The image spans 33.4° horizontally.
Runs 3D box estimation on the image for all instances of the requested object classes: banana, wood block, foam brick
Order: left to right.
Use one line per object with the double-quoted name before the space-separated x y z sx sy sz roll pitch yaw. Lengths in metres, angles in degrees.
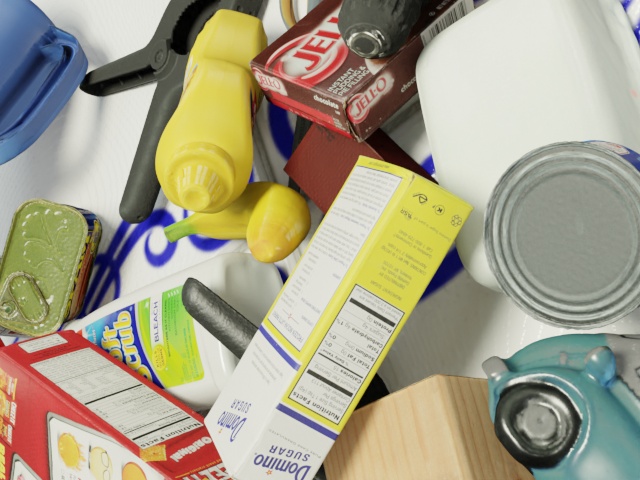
"banana" -0.042 -0.011 0.681 0.069 0.037 0.198 -40 15 -17
"foam brick" 0.026 -0.038 0.657 0.053 0.051 0.078 -55 50 18
"wood block" 0.077 0.181 0.532 0.091 0.090 0.206 -31 61 36

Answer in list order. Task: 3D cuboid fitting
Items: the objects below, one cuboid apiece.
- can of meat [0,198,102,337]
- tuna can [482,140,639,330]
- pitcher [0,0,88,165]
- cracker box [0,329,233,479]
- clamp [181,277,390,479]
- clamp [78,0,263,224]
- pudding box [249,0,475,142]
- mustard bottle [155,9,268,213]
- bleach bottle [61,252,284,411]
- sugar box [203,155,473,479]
"can of meat" -0.211 0.020 0.835 0.084 0.057 0.102 -122 48 -88
"tuna can" 0.121 -0.004 0.492 0.086 0.033 0.086 5 100 34
"pitcher" -0.304 -0.092 0.861 0.149 0.145 0.242 -39 24 51
"cracker box" -0.128 0.176 0.696 0.214 0.071 0.164 26 118 36
"clamp" -0.015 0.080 0.638 0.120 0.039 0.171 -10 68 -4
"clamp" -0.117 -0.138 0.824 0.210 0.036 0.165 -52 48 22
"pudding box" 0.027 -0.117 0.646 0.113 0.039 0.090 -42 45 -20
"mustard bottle" -0.068 -0.072 0.680 0.191 0.058 0.096 -86 13 -59
"bleach bottle" -0.127 0.088 0.765 0.251 0.067 0.102 -23 70 41
"sugar box" 0.006 0.043 0.563 0.176 0.048 0.093 -61 17 1
